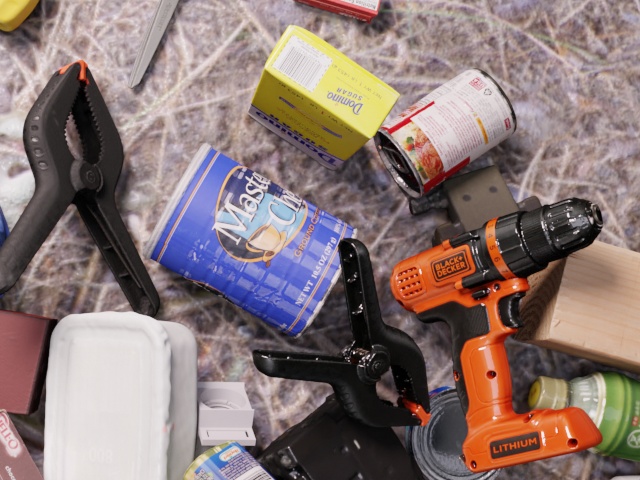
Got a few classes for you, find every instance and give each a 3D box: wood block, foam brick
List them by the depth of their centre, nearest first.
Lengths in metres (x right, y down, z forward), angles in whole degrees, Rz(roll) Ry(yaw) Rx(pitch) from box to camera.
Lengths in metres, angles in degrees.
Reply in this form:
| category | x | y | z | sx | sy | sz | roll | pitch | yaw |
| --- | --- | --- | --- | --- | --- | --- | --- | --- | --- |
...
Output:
| category | x | y | z | sx | sy | sz | roll | pitch | yaw |
| --- | --- | --- | --- | --- | --- | --- | --- | --- | --- |
| foam brick | -0.243 | 0.095 | 0.842 | 0.051 | 0.053 | 0.078 | 12 | 85 | -7 |
| wood block | 0.281 | 0.068 | 0.896 | 0.206 | 0.090 | 0.091 | 16 | 83 | -6 |

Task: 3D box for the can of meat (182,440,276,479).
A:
| category | x | y | z | sx | sy | sz | roll | pitch | yaw |
| --- | --- | --- | --- | --- | --- | --- | --- | --- | --- |
| can of meat | -0.059 | 0.206 | 0.771 | 0.084 | 0.102 | 0.057 | 40 | 42 | 25 |

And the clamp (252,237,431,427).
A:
| category | x | y | z | sx | sy | sz | roll | pitch | yaw |
| --- | --- | --- | --- | --- | --- | --- | --- | --- | --- |
| clamp | 0.035 | 0.080 | 0.813 | 0.171 | 0.039 | 0.120 | 38 | 85 | -37 |

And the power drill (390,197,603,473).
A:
| category | x | y | z | sx | sy | sz | roll | pitch | yaw |
| --- | --- | --- | --- | --- | --- | --- | --- | --- | --- |
| power drill | 0.153 | 0.075 | 0.824 | 0.057 | 0.185 | 0.188 | 3 | 69 | -51 |

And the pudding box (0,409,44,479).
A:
| category | x | y | z | sx | sy | sz | roll | pitch | yaw |
| --- | --- | --- | --- | --- | --- | --- | --- | --- | --- |
| pudding box | -0.252 | 0.196 | 0.817 | 0.039 | 0.090 | 0.113 | -26 | 88 | -53 |

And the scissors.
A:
| category | x | y | z | sx | sy | sz | roll | pitch | yaw |
| --- | --- | --- | --- | --- | --- | --- | --- | --- | --- |
| scissors | -0.101 | -0.220 | 0.902 | 0.096 | 0.016 | 0.202 | 8 | 85 | -7 |

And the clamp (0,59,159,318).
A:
| category | x | y | z | sx | sy | sz | roll | pitch | yaw |
| --- | --- | --- | --- | --- | --- | --- | --- | --- | --- |
| clamp | -0.186 | -0.038 | 0.845 | 0.036 | 0.164 | 0.210 | -15 | 65 | 32 |

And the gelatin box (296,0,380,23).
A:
| category | x | y | z | sx | sy | sz | roll | pitch | yaw |
| --- | --- | --- | --- | --- | --- | --- | --- | --- | --- |
| gelatin box | 0.021 | -0.239 | 0.913 | 0.073 | 0.030 | 0.089 | 15 | 84 | -8 |

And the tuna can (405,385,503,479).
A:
| category | x | y | z | sx | sy | sz | roll | pitch | yaw |
| --- | --- | --- | --- | --- | --- | --- | --- | --- | --- |
| tuna can | 0.115 | 0.165 | 0.894 | 0.086 | 0.034 | 0.086 | 1 | 86 | -8 |

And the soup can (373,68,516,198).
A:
| category | x | y | z | sx | sy | sz | roll | pitch | yaw |
| --- | --- | --- | --- | --- | --- | --- | --- | --- | --- |
| soup can | 0.104 | -0.091 | 0.894 | 0.102 | 0.068 | 0.068 | -34 | 91 | -9 |

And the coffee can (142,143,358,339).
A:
| category | x | y | z | sx | sy | sz | roll | pitch | yaw |
| --- | --- | --- | --- | --- | --- | --- | --- | --- | --- |
| coffee can | -0.056 | 0.001 | 0.849 | 0.140 | 0.103 | 0.103 | 29 | 83 | -5 |

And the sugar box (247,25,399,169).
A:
| category | x | y | z | sx | sy | sz | roll | pitch | yaw |
| --- | --- | --- | --- | --- | --- | --- | --- | --- | --- |
| sugar box | -0.004 | -0.104 | 0.826 | 0.093 | 0.176 | 0.048 | 34 | 80 | -4 |
